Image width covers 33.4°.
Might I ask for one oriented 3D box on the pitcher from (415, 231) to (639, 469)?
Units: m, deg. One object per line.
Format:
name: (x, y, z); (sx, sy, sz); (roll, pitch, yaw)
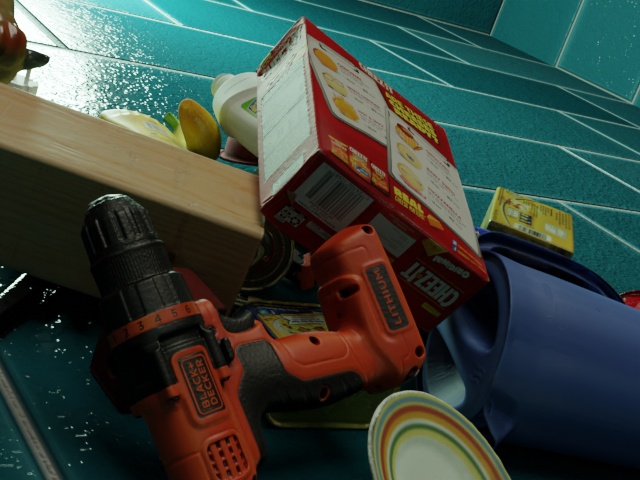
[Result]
pitcher: (0.204, 0.094, 0.801); (0.242, 0.149, 0.145); (17, 3, -18)

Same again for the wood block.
wood block: (-0.148, -0.022, 0.726); (0.206, 0.091, 0.090); (20, 26, -10)

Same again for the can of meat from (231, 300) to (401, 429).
can of meat: (-0.008, 0.083, 0.738); (0.101, 0.057, 0.084); (7, 21, -33)

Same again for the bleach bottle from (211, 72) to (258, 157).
bleach bottle: (-0.020, -0.110, 1.035); (0.102, 0.068, 0.251); (-30, 43, -24)

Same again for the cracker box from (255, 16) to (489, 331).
cracker box: (0.031, -0.054, 0.799); (0.164, 0.072, 0.213); (35, 26, -25)

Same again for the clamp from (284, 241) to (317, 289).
clamp: (-0.019, -0.020, 0.994); (0.120, 0.039, 0.171); (-17, 42, -13)

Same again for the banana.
banana: (-0.132, -0.107, 1.107); (0.069, 0.037, 0.198); (40, -8, -12)

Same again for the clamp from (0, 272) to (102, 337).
clamp: (-0.167, 0.024, 0.774); (0.164, 0.036, 0.210); (13, 23, -24)

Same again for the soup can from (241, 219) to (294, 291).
soup can: (-0.056, 0.001, 0.873); (0.068, 0.068, 0.102); (19, 5, -4)

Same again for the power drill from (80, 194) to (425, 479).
power drill: (-0.037, 0.046, 0.630); (0.187, 0.057, 0.184); (-16, 82, -38)

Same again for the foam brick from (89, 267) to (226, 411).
foam brick: (-0.102, 0.061, 0.670); (0.051, 0.078, 0.053); (6, 23, -39)
